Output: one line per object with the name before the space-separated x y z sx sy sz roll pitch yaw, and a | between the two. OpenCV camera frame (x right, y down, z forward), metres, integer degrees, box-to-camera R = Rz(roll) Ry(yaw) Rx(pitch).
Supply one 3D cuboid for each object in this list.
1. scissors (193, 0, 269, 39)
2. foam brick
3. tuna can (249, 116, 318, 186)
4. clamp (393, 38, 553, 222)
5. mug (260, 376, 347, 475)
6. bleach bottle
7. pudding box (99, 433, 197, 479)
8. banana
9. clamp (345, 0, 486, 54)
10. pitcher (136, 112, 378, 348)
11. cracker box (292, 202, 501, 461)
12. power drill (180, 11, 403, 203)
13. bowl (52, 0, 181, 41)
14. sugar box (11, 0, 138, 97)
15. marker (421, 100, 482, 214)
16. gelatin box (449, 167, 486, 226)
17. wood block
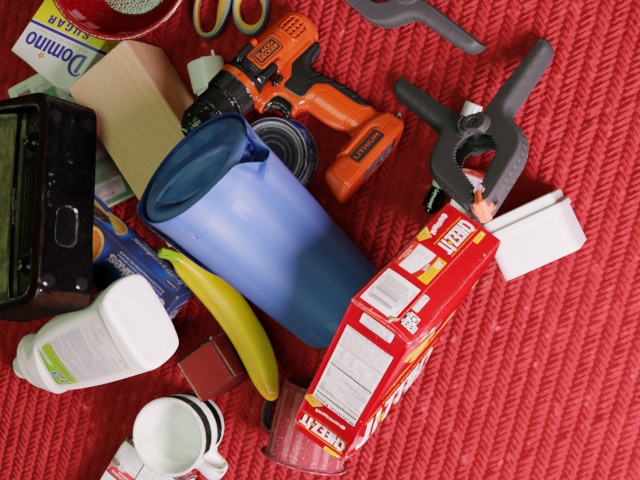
scissors | -0.080 -0.310 1.156 0.096 0.016 0.202 23 100 15
foam brick | -0.108 0.134 1.155 0.051 0.078 0.053 -38 79 17
tuna can | -0.048 -0.090 1.146 0.086 0.033 0.086 1 93 19
clamp | 0.158 -0.109 1.021 0.165 0.036 0.210 -19 46 15
mug | -0.017 0.190 1.127 0.117 0.093 0.081 15 93 44
bleach bottle | -0.268 0.113 1.180 0.251 0.068 0.102 -18 106 42
pudding box | -0.208 0.289 1.217 0.090 0.039 0.113 35 105 14
banana | -0.099 0.083 1.134 0.198 0.069 0.037 50 122 7
clamp | 0.098 -0.245 1.087 0.172 0.039 0.120 -2 88 25
pitcher | -0.057 0.001 1.055 0.145 0.149 0.242 -45 121 1
cracker box | 0.069 0.090 0.999 0.072 0.164 0.214 36 139 13
power drill | -0.024 -0.125 1.090 0.188 0.057 0.184 41 74 8
bowl | -0.207 -0.288 1.132 0.162 0.055 0.162 0 91 10
sugar box | -0.259 -0.255 1.197 0.093 0.048 0.176 38 96 12
marker | 0.133 -0.084 1.092 0.020 0.020 0.121 25 100 16
gelatin box | 0.144 -0.027 1.062 0.030 0.073 0.089 22 99 16
wood block | -0.169 -0.105 1.158 0.091 0.090 0.206 -37 82 17
